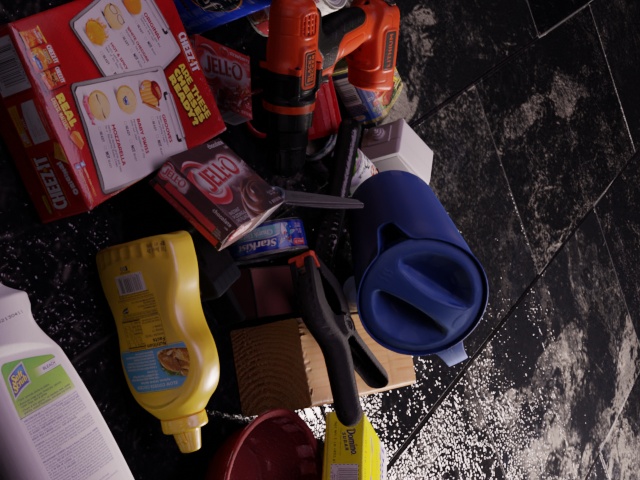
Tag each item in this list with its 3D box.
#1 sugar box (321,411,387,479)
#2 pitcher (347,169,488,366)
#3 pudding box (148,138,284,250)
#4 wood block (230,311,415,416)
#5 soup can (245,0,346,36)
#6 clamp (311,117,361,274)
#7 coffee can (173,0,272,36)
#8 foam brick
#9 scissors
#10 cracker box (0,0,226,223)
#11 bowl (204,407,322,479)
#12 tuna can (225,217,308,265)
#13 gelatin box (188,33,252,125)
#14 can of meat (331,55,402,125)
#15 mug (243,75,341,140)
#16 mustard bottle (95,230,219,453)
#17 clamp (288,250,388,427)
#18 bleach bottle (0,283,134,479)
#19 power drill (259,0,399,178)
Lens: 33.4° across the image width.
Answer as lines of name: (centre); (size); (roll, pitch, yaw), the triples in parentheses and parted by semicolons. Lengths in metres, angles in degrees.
sugar box: (0.040, 0.247, 1.129); (0.176, 0.048, 0.093); (60, 31, -64)
pitcher: (0.098, 0.021, 1.171); (0.243, 0.145, 0.149); (-99, -156, -66)
pudding box: (-0.094, -0.044, 0.981); (0.090, 0.039, 0.113); (44, 22, 4)
wood block: (0.008, 0.127, 1.142); (0.205, 0.090, 0.091); (0, 78, -55)
soup can: (-0.029, -0.279, 1.210); (0.068, 0.102, 0.068); (23, 60, -50)
clamp: (0.010, -0.007, 1.167); (0.165, 0.036, 0.210); (97, 4, -59)
coffee can: (-0.093, -0.276, 1.083); (0.102, 0.141, 0.103); (23, 61, -50)
foam brick: (-0.064, 0.055, 1.095); (0.078, 0.053, 0.051); (-2, 81, -56)
scissors: (-0.059, -0.061, 1.087); (0.201, 0.016, 0.096); (-10, 69, -24)
cracker box: (-0.194, -0.133, 0.954); (0.213, 0.072, 0.164); (-42, 114, -53)
bowl: (-0.063, 0.241, 1.023); (0.161, 0.055, 0.162); (7, 81, -55)
tuna can: (-0.057, 0.001, 1.093); (0.085, 0.086, 0.034); (-6, 83, -56)
gelatin box: (-0.110, -0.168, 1.122); (0.089, 0.030, 0.073); (15, 67, -53)
can of meat: (0.057, -0.206, 1.352); (0.084, 0.058, 0.102); (61, 38, -27)
mug: (-0.033, -0.147, 1.184); (0.117, 0.093, 0.081); (-16, 96, -23)
mustard bottle: (-0.136, 0.092, 0.940); (0.058, 0.096, 0.191); (-14, 91, -56)
clamp: (0.019, 0.091, 1.056); (0.120, 0.039, 0.171); (-7, 78, -74)
bleach bottle: (-0.220, 0.132, 0.839); (0.102, 0.068, 0.251); (-32, 103, -54)
power drill: (0.009, -0.170, 1.095); (0.187, 0.057, 0.184); (-31, 134, -50)
